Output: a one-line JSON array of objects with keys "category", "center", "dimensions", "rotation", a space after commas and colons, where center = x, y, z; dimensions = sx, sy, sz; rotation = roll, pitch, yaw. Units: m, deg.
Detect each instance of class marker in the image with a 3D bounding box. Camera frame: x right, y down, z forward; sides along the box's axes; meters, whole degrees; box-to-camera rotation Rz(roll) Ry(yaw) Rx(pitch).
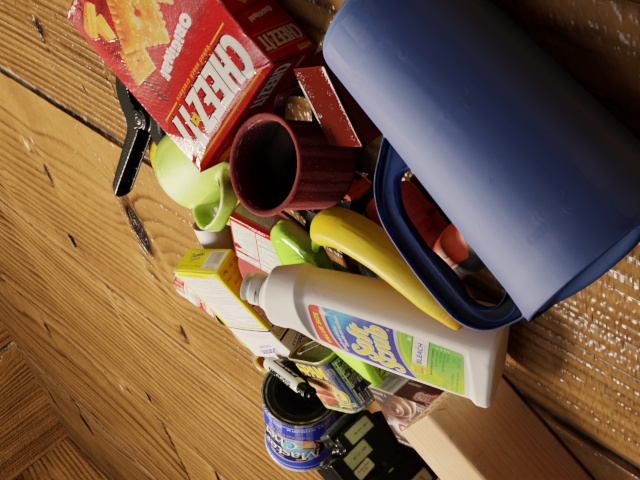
[{"category": "marker", "center": [-0.038, 0.171, 1.325], "dimensions": [0.121, 0.020, 0.020], "rotation": [26, 146, 59]}]

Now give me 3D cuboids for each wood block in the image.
[{"category": "wood block", "center": [0.188, 0.231, 1.046], "dimensions": [0.206, 0.090, 0.090], "rotation": [49, 156, 7]}]

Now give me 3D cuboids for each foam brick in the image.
[{"category": "foam brick", "center": [0.024, -0.124, 0.894], "dimensions": [0.053, 0.051, 0.078], "rotation": [12, 134, 58]}]

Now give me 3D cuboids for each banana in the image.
[{"category": "banana", "center": [0.049, 0.013, 0.922], "dimensions": [0.198, 0.037, 0.069], "rotation": [31, 163, 45]}]

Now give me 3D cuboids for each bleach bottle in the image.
[{"category": "bleach bottle", "center": [0.046, 0.077, 0.995], "dimensions": [0.251, 0.068, 0.102], "rotation": [14, 141, 17]}]

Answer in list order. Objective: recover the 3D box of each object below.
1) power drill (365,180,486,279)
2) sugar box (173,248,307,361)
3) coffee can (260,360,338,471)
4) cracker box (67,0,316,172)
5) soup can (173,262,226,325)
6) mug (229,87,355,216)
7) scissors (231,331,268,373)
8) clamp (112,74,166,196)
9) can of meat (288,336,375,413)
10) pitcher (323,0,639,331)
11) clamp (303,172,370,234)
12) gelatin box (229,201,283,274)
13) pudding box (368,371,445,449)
[{"category": "power drill", "center": [0.107, -0.031, 0.867], "dimensions": [0.184, 0.057, 0.188], "rotation": [57, 157, -2]}, {"category": "sugar box", "center": [-0.096, 0.082, 1.352], "dimensions": [0.094, 0.048, 0.176], "rotation": [2, 142, 49]}, {"category": "coffee can", "center": [-0.026, 0.232, 1.421], "dimensions": [0.103, 0.102, 0.140], "rotation": [41, 154, 25]}, {"category": "cracker box", "center": [-0.128, -0.195, 0.988], "dimensions": [0.214, 0.072, 0.164], "rotation": [49, 136, 9]}, {"category": "soup can", "center": [-0.145, 0.065, 1.446], "dimensions": [0.102, 0.068, 0.068], "rotation": [29, 148, 43]}, {"category": "mug", "center": [-0.022, -0.081, 0.974], "dimensions": [0.093, 0.081, 0.117], "rotation": [5, 95, 44]}, {"category": "scissors", "center": [-0.091, 0.126, 1.499], "dimensions": [0.096, 0.016, 0.202], "rotation": [43, 155, 20]}, {"category": "clamp", "center": [-0.185, -0.132, 1.198], "dimensions": [0.165, 0.036, 0.210], "rotation": [19, 117, 40]}, {"category": "can of meat", "center": [0.019, 0.160, 1.297], "dimensions": [0.084, 0.057, 0.102], "rotation": [56, 157, -15]}, {"category": "pitcher", "center": [0.107, -0.068, 0.715], "dimensions": [0.243, 0.149, 0.145], "rotation": [50, 157, 14]}, {"category": "clamp", "center": [-0.010, -0.054, 1.071], "dimensions": [0.120, 0.039, 0.172], "rotation": [50, 155, -8]}, {"category": "gelatin box", "center": [-0.058, 0.001, 1.149], "dimensions": [0.073, 0.030, 0.089], "rotation": [27, 154, 18]}, {"category": "pudding box", "center": [0.116, 0.198, 1.194], "dimensions": [0.114, 0.039, 0.090], "rotation": [12, 135, 56]}]
